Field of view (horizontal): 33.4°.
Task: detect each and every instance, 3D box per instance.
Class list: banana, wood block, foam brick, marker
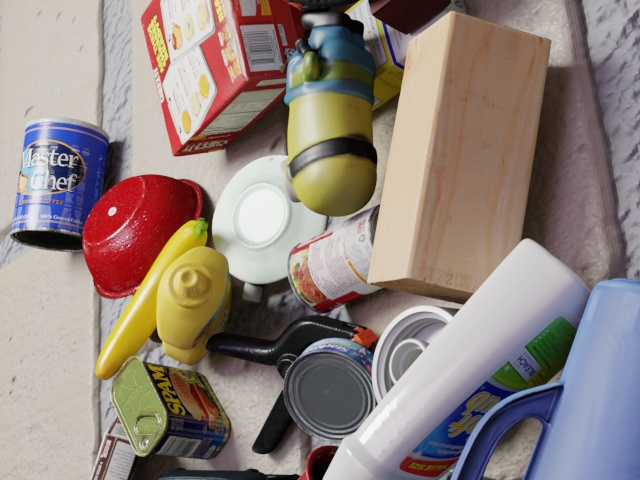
[{"bbox_3d":[-0.167,0.052,1.073,0.037,0.069,0.198,34,102,7],"label":"banana"},{"bbox_3d":[0.108,-0.059,0.838,0.091,0.090,0.206,160,121,-73],"label":"wood block"},{"bbox_3d":[0.070,-0.228,0.920,0.053,0.051,0.078,-31,57,31],"label":"foam brick"},{"bbox_3d":[-0.057,0.001,1.062,0.020,0.020,0.121,4,80,47],"label":"marker"}]

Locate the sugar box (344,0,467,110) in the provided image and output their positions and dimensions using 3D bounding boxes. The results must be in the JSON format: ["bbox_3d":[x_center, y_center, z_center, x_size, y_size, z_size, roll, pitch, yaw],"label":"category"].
[{"bbox_3d":[0.054,-0.179,0.989,0.176,0.048,0.093,-30,57,32],"label":"sugar box"}]

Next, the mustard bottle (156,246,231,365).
[{"bbox_3d":[-0.118,0.057,0.996,0.192,0.058,0.096,106,-170,-75],"label":"mustard bottle"}]

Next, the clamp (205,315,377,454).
[{"bbox_3d":[-0.029,0.108,0.962,0.172,0.039,0.120,-38,86,28],"label":"clamp"}]

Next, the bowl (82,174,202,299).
[{"bbox_3d":[-0.205,-0.018,1.157,0.162,0.055,0.162,-29,38,25],"label":"bowl"}]

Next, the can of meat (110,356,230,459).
[{"bbox_3d":[-0.148,0.168,1.053,0.057,0.083,0.102,-54,45,18],"label":"can of meat"}]

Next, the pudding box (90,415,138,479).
[{"bbox_3d":[-0.207,0.230,1.088,0.113,0.039,0.090,-131,59,-88],"label":"pudding box"}]

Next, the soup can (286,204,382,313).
[{"bbox_3d":[0.030,0.016,0.931,0.102,0.068,0.068,-26,59,38],"label":"soup can"}]

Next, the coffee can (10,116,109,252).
[{"bbox_3d":[-0.314,-0.066,1.291,0.103,0.102,0.140,-11,69,44],"label":"coffee can"}]

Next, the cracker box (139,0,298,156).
[{"bbox_3d":[-0.102,-0.197,1.069,0.214,0.072,0.164,-31,71,60],"label":"cracker box"}]

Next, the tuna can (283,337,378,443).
[{"bbox_3d":[0.014,0.126,0.904,0.086,0.033,0.086,7,110,19],"label":"tuna can"}]

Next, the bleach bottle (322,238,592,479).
[{"bbox_3d":[0.091,0.118,0.755,0.251,0.102,0.068,-47,52,0],"label":"bleach bottle"}]
